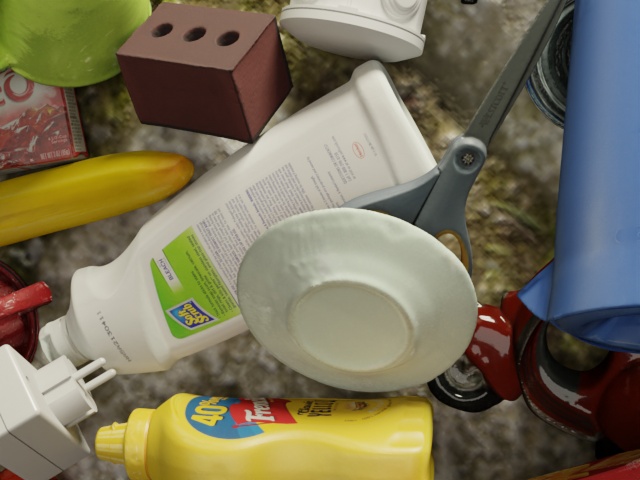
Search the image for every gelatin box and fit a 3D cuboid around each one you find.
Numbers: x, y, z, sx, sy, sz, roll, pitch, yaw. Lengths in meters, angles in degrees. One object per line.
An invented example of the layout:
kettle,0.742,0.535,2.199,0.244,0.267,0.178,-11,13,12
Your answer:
gelatin box,-0.191,-0.077,0.640,0.089,0.030,0.073,-10,93,7

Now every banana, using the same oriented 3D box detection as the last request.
banana,-0.166,-0.018,0.623,0.198,0.069,0.037,-15,107,2

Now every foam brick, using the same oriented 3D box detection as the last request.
foam brick,-0.063,-0.094,0.591,0.078,0.053,0.051,12,141,26

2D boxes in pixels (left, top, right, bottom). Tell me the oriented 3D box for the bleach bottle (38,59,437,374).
bleach bottle,-0.054,0.001,0.612,0.251,0.068,0.102,-27,98,10

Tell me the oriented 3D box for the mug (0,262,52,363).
mug,-0.214,0.052,0.627,0.117,0.081,0.093,-19,92,8

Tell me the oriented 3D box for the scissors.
scissors,0.054,-0.040,0.544,0.096,0.016,0.202,9,116,-6

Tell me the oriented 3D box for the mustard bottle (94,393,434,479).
mustard bottle,-0.033,0.117,0.602,0.192,0.096,0.058,0,98,7
